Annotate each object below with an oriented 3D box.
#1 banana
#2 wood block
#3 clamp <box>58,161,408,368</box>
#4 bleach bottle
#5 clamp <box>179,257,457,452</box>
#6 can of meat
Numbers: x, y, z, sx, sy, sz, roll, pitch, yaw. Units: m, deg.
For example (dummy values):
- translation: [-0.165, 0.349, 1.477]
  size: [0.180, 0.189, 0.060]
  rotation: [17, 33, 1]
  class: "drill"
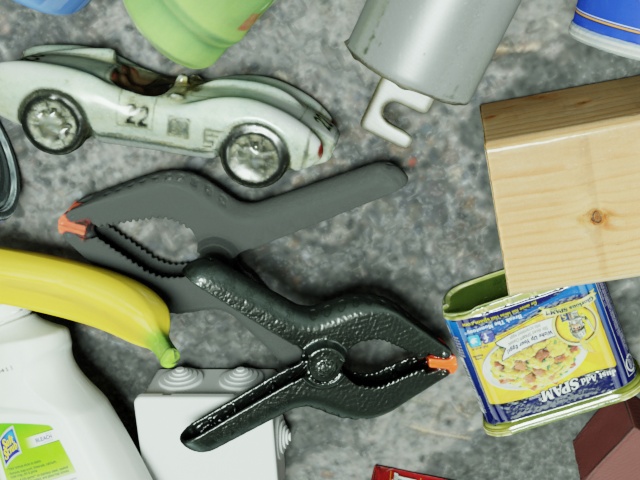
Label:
- translation: [-0.171, 0.028, 0.634]
  size: [0.198, 0.069, 0.037]
  rotation: [14, 99, 1]
  class: "banana"
- translation: [0.197, -0.041, 0.584]
  size: [0.206, 0.090, 0.091]
  rotation: [-9, 110, 10]
  class: "wood block"
- translation: [-0.054, 0.001, 0.659]
  size: [0.210, 0.036, 0.165]
  rotation: [20, 112, -1]
  class: "clamp"
- translation: [-0.152, 0.147, 0.674]
  size: [0.103, 0.068, 0.251]
  rotation: [-20, 91, 24]
  class: "bleach bottle"
- translation: [-0.006, 0.060, 0.636]
  size: [0.171, 0.039, 0.120]
  rotation: [-8, 113, -7]
  class: "clamp"
- translation: [0.133, 0.060, 0.647]
  size: [0.102, 0.057, 0.084]
  rotation: [-20, 104, 13]
  class: "can of meat"
